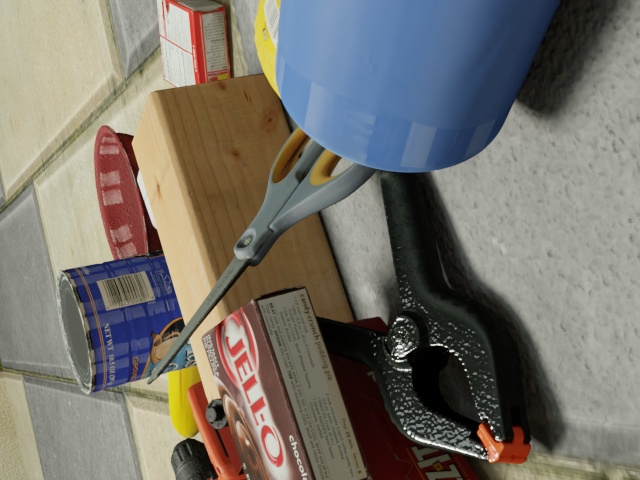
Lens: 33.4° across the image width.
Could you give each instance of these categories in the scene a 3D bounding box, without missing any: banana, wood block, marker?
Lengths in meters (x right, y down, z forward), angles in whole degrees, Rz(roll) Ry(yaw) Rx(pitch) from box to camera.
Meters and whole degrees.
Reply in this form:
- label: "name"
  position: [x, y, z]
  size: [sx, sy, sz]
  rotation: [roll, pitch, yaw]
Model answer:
- label: "banana"
  position: [-0.127, 0.122, 1.028]
  size: [0.069, 0.037, 0.198]
  rotation: [-88, 1, -65]
- label: "wood block"
  position: [-0.055, 0.001, 0.738]
  size: [0.091, 0.090, 0.206]
  rotation: [133, 121, -63]
- label: "marker"
  position: [-0.031, 0.108, 0.704]
  size: [0.020, 0.120, 0.020]
  rotation: [-1, 89, 37]

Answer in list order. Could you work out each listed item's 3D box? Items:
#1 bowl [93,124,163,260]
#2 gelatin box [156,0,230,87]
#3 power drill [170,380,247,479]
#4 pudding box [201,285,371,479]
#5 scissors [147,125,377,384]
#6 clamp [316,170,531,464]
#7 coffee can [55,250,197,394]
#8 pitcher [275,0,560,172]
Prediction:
- label: "bowl"
  position: [-0.165, -0.033, 1.007]
  size: [0.162, 0.055, 0.162]
  rotation: [42, 138, 53]
- label: "gelatin box"
  position: [-0.099, -0.153, 0.834]
  size: [0.089, 0.030, 0.073]
  rotation: [39, 137, 56]
- label: "power drill"
  position: [-0.089, 0.209, 0.959]
  size: [0.185, 0.057, 0.188]
  rotation: [55, 150, 40]
- label: "pudding box"
  position: [-0.022, 0.090, 0.591]
  size: [0.090, 0.039, 0.113]
  rotation: [-38, 71, 61]
- label: "scissors"
  position: [-0.022, -0.003, 0.594]
  size: [0.096, 0.201, 0.016]
  rotation: [-3, 142, 50]
- label: "clamp"
  position: [0.054, 0.041, 0.559]
  size: [0.172, 0.039, 0.120]
  rotation: [40, 115, 38]
- label: "coffee can"
  position: [-0.136, 0.060, 0.882]
  size: [0.103, 0.140, 0.103]
  rotation: [42, 138, 53]
- label: "pitcher"
  position: [0.038, -0.147, 0.400]
  size: [0.243, 0.144, 0.149]
  rotation: [103, 146, -49]
